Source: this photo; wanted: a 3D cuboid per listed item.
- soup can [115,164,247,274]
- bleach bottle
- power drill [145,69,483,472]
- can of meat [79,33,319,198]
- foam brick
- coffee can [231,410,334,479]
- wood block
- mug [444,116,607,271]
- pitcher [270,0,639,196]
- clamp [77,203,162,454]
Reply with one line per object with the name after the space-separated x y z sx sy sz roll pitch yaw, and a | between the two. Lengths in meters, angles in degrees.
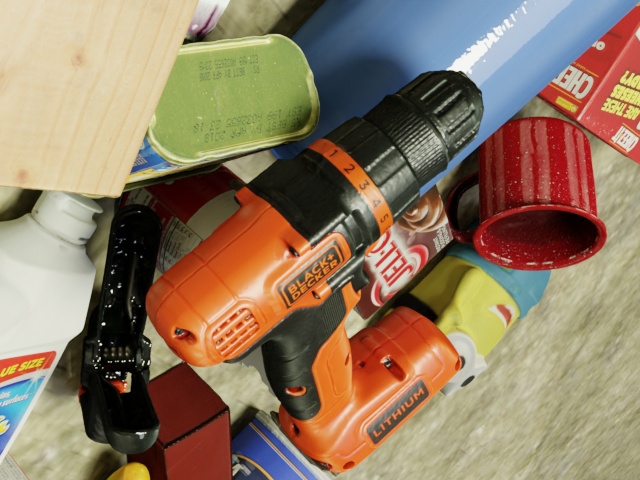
-0.054 0.001 0.570 0.068 0.102 0.068 -30 141 -28 | soup can
-0.190 0.081 0.523 0.251 0.068 0.102 -57 152 5 | bleach bottle
0.018 0.024 0.531 0.184 0.057 0.187 -38 141 -11 | power drill
-0.064 -0.060 0.503 0.101 0.084 0.057 -17 95 -40 | can of meat
-0.092 0.131 0.693 0.051 0.053 0.078 -29 141 -30 | foam brick
-0.056 0.206 0.761 0.140 0.103 0.102 -44 146 -10 | coffee can
-0.095 -0.130 0.403 0.090 0.091 0.206 5 117 -45 | wood block
0.145 -0.032 0.773 0.093 0.117 0.081 39 45 -46 | mug
0.076 -0.120 0.599 0.243 0.145 0.149 -44 134 -4 | pitcher
-0.107 0.053 0.566 0.039 0.172 0.120 10 76 -17 | clamp
